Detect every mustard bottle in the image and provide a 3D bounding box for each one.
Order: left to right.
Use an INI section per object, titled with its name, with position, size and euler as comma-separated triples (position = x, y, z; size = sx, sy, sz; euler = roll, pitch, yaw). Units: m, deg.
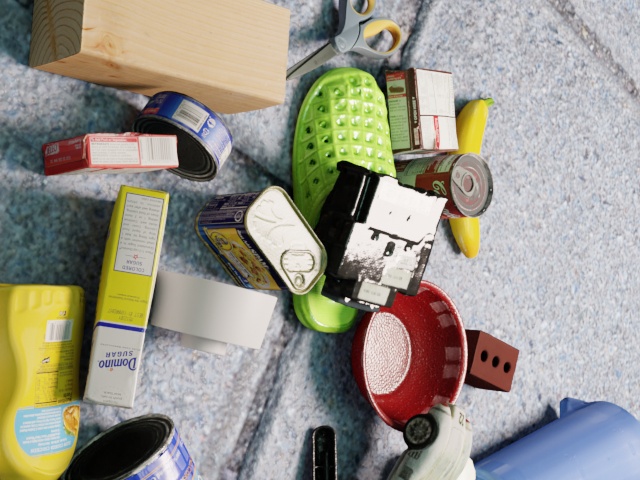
[mustard bottle]
position = -0.230, 0.130, 0.844
size = 0.096, 0.058, 0.191
euler = 7, 85, -68

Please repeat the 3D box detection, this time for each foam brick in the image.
[foam brick]
position = 0.181, 0.137, 1.219
size = 0.078, 0.051, 0.053
euler = 27, 72, -38

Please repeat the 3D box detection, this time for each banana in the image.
[banana]
position = 0.172, -0.081, 1.227
size = 0.069, 0.037, 0.198
euler = 18, 77, -39

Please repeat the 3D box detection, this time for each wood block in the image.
[wood block]
position = -0.134, -0.175, 0.922
size = 0.205, 0.090, 0.091
euler = 8, 83, -41

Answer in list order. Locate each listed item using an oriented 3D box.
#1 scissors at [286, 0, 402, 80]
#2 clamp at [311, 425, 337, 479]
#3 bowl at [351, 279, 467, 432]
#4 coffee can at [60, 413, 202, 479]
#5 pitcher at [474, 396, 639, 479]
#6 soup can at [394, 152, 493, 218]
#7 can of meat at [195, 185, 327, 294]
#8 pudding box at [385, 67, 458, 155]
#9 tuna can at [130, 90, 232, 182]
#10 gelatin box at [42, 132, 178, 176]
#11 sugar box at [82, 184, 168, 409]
[scissors]
position = 0.015, -0.216, 1.083
size = 0.201, 0.016, 0.096
euler = -18, 87, -48
[clamp]
position = 0.004, 0.303, 1.023
size = 0.164, 0.036, 0.210
euler = -64, 151, -79
[bowl]
position = 0.084, 0.121, 1.130
size = 0.161, 0.055, 0.162
euler = 1, 88, -42
[coffee can]
position = -0.140, 0.232, 0.896
size = 0.102, 0.103, 0.140
euler = -38, 113, -36
[pitcher]
position = 0.276, 0.291, 1.245
size = 0.242, 0.149, 0.145
euler = -14, 109, -38
[soup can]
position = 0.124, -0.056, 1.139
size = 0.068, 0.102, 0.068
euler = 1, 88, -42
[can of meat]
position = -0.056, 0.001, 0.990
size = 0.057, 0.084, 0.102
euler = -52, 121, -30
[pudding box]
position = 0.111, -0.139, 1.154
size = 0.113, 0.039, 0.090
euler = -10, 95, -63
[tuna can]
position = -0.120, -0.091, 0.934
size = 0.086, 0.086, 0.033
euler = 46, 59, -31
[gelatin box]
position = -0.176, -0.072, 0.893
size = 0.089, 0.073, 0.030
euler = -4, 90, -41
[sugar box]
position = -0.163, 0.049, 0.885
size = 0.048, 0.093, 0.176
euler = 12, 80, -11
